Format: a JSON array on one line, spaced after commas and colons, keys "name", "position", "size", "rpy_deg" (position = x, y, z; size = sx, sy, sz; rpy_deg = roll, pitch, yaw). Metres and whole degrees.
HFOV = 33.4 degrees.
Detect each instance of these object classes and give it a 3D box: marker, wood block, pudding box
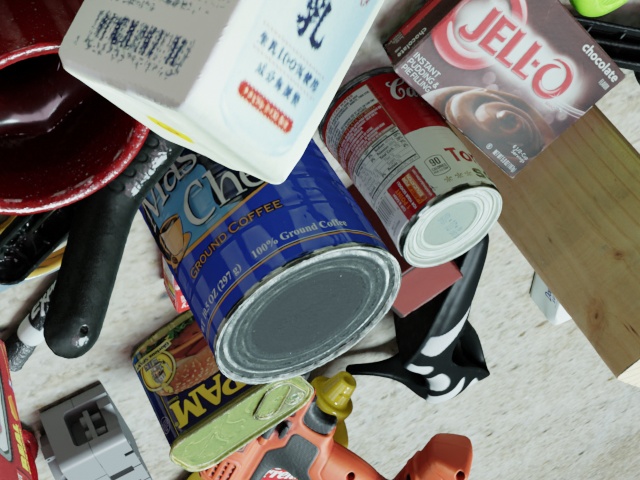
[{"name": "marker", "position": [-0.157, 0.037, 0.636], "size": [0.121, 0.020, 0.020], "rpy_deg": [-46, 145, 22]}, {"name": "wood block", "position": [0.173, -0.015, 0.669], "size": [0.090, 0.206, 0.090], "rpy_deg": [-43, 146, 17]}, {"name": "pudding box", "position": [0.105, -0.103, 0.614], "size": [0.090, 0.039, 0.113], "rpy_deg": [-43, 123, 18]}]

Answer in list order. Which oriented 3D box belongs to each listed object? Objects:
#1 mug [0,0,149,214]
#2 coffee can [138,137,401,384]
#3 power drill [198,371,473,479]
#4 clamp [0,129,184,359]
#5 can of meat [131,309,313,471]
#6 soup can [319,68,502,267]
[{"name": "mug", "position": [-0.132, -0.063, 0.462], "size": [0.093, 0.081, 0.117], "rpy_deg": [-12, 143, -29]}, {"name": "coffee can", "position": [-0.036, -0.012, 0.558], "size": [0.102, 0.140, 0.103], "rpy_deg": [-22, 146, -16]}, {"name": "power drill", "position": [0.016, 0.142, 0.800], "size": [0.185, 0.187, 0.057], "rpy_deg": [-60, -177, 28]}, {"name": "clamp", "position": [-0.098, -0.028, 0.503], "size": [0.039, 0.120, 0.171], "rpy_deg": [27, 99, -42]}, {"name": "can of meat", "position": [-0.069, 0.092, 0.724], "size": [0.102, 0.084, 0.057], "rpy_deg": [-34, 148, 3]}, {"name": "soup can", "position": [0.052, -0.043, 0.626], "size": [0.068, 0.102, 0.068], "rpy_deg": [-22, 146, -16]}]
